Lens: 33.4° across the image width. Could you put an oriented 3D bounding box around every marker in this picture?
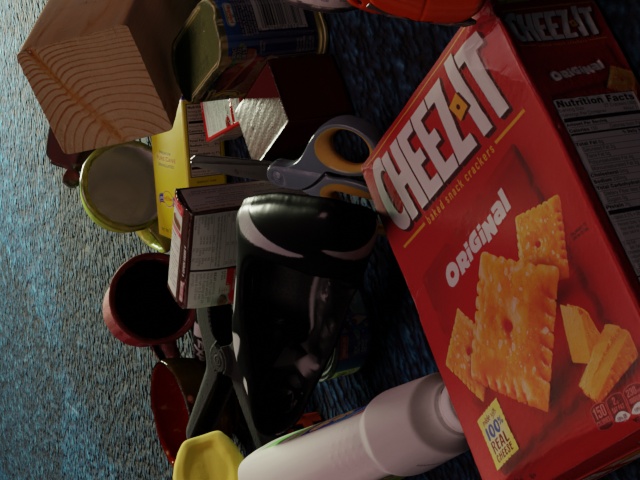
[{"bbox_3d":[-0.119,0.108,1.069,0.020,0.020,0.121,44,136,49],"label":"marker"}]

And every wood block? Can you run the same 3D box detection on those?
[{"bbox_3d":[-0.160,-0.167,0.852,0.206,0.090,0.091,-87,-18,-53],"label":"wood block"}]

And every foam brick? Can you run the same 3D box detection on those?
[{"bbox_3d":[-0.021,-0.093,0.771,0.078,0.052,0.051,-44,60,58],"label":"foam brick"}]

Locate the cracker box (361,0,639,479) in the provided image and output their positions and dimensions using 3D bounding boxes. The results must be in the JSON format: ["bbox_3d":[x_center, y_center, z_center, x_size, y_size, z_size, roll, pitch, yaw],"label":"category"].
[{"bbox_3d":[0.109,0.008,0.536,0.164,0.072,0.214,-53,52,55],"label":"cracker box"}]

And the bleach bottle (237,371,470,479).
[{"bbox_3d":[0.038,0.136,0.710,0.251,0.102,0.068,-39,70,53],"label":"bleach bottle"}]

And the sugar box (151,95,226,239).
[{"bbox_3d":[-0.123,-0.088,0.979,0.093,0.048,0.176,16,114,61],"label":"sugar box"}]

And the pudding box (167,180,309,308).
[{"bbox_3d":[-0.055,0.001,0.806,0.039,0.113,0.090,50,140,47],"label":"pudding box"}]

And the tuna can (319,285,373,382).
[{"bbox_3d":[0.004,0.061,0.798,0.086,0.033,0.086,32,127,56],"label":"tuna can"}]

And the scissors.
[{"bbox_3d":[-0.022,-0.059,0.730,0.202,0.016,0.096,24,138,30],"label":"scissors"}]

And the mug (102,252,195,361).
[{"bbox_3d":[-0.172,0.076,1.090,0.117,0.093,0.082,66,157,3],"label":"mug"}]

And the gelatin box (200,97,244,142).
[{"bbox_3d":[-0.073,-0.126,0.885,0.089,0.030,0.073,-14,86,63],"label":"gelatin box"}]

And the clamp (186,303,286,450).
[{"bbox_3d":[-0.064,0.103,0.877,0.165,0.036,0.210,23,116,51],"label":"clamp"}]

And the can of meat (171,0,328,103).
[{"bbox_3d":[-0.054,-0.142,0.785,0.102,0.083,0.057,-35,69,61],"label":"can of meat"}]

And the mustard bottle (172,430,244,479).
[{"bbox_3d":[-0.068,0.251,0.866,0.096,0.058,0.191,-116,10,-53],"label":"mustard bottle"}]
